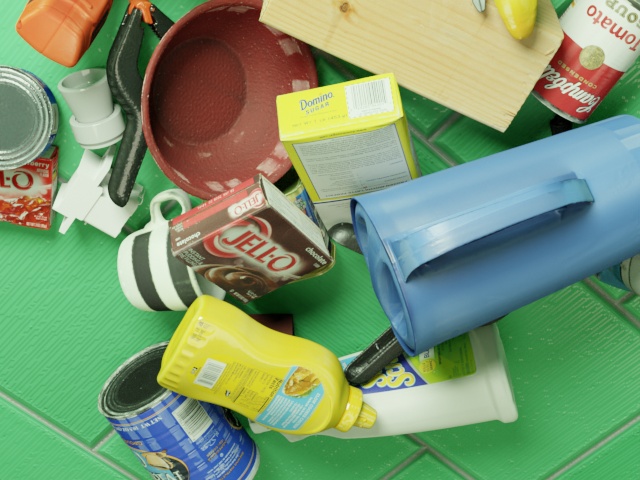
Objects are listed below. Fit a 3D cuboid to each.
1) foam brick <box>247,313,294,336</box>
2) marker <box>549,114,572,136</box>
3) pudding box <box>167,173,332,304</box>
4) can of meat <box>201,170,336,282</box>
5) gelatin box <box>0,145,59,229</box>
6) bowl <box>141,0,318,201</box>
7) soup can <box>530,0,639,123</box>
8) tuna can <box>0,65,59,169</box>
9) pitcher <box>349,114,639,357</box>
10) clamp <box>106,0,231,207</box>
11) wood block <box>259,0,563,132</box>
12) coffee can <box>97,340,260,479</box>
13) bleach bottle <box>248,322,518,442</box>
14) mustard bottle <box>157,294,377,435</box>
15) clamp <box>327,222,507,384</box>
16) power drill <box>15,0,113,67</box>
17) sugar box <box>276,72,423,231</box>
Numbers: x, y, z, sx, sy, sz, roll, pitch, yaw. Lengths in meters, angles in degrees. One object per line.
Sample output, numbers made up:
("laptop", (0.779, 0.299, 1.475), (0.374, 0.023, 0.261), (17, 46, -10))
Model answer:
("foam brick", (-0.050, 0.112, 1.005), (0.051, 0.078, 0.053), (-4, 122, 2))
("marker", (0.213, -0.054, 0.922), (0.020, 0.020, 0.121), (-9, 121, 8))
("pudding box", (-0.056, 0.001, 0.866), (0.090, 0.039, 0.113), (-26, 148, 17))
("can of meat", (-0.047, -0.008, 0.943), (0.102, 0.057, 0.084), (-15, 118, 12))
("gelatin box", (-0.278, -0.052, 0.940), (0.089, 0.030, 0.073), (9, 121, -4))
("bowl", (-0.081, -0.115, 0.851), (0.161, 0.055, 0.162), (-13, 112, -34))
("soup can", (0.212, -0.151, 0.833), (0.068, 0.068, 0.102), (28, 118, -15))
("tuna can", (-0.262, -0.103, 0.889), (0.086, 0.034, 0.086), (0, 99, -2))
("pitcher", (0.154, -0.012, 0.832), (0.242, 0.149, 0.145), (-21, 124, -5))
("clamp", (-0.122, -0.115, 0.882), (0.120, 0.039, 0.171), (-13, 119, -28))
("wood block", (0.068, -0.176, 0.812), (0.206, 0.090, 0.091), (23, 121, -12))
("coffee can", (-0.136, 0.183, 1.039), (0.103, 0.102, 0.140), (-22, 118, 16))
("bleach bottle", (0.052, 0.147, 1.007), (0.251, 0.102, 0.068), (-15, 125, 11))
("mustard bottle", (-0.038, 0.121, 0.929), (0.191, 0.058, 0.096), (25, 124, -12))
("clamp", (0.106, 0.034, 0.948), (0.210, 0.036, 0.164), (-17, 121, -3))
("power drill", (-0.144, -0.210, 0.757), (0.057, 0.184, 0.188), (36, 126, -18))
("sugar box", (0.030, -0.065, 0.860), (0.093, 0.048, 0.176), (-9, 158, 8))
